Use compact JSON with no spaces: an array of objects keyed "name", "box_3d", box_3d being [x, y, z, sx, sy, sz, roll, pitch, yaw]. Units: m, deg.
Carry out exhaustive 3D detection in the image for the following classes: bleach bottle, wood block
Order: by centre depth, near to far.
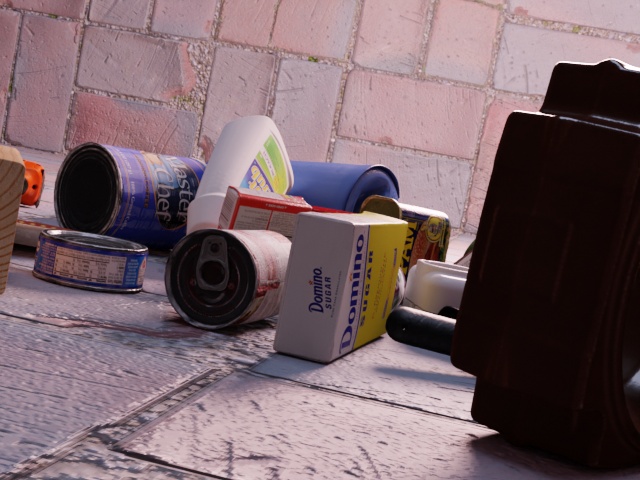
[{"name":"wood block","box_3d":[-0.268,-0.027,0.776,0.090,0.091,0.206,9,4,-18]},{"name":"bleach bottle","box_3d":[-0.084,-0.032,1.060,0.068,0.102,0.250,-10,28,14]}]

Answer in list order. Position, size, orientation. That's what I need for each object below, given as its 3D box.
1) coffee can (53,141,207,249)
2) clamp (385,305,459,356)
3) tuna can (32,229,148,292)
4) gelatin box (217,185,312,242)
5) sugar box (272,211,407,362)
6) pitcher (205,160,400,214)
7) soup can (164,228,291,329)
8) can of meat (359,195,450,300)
[{"name":"coffee can","box_3d":[-0.188,-0.043,1.104,0.103,0.103,0.140,14,5,38]},{"name":"clamp","box_3d":[0.139,0.078,0.757,0.172,0.039,0.120,18,11,16]},{"name":"tuna can","box_3d":[-0.177,0.015,0.827,0.086,0.034,0.086,11,4,-1]},{"name":"gelatin box","box_3d":[-0.056,0.001,0.934,0.073,0.089,0.030,8,20,-30]},{"name":"sugar box","box_3d":[0.019,0.028,0.754,0.048,0.093,0.176,11,5,13]},{"name":"pitcher","box_3d":[-0.040,-0.032,1.250,0.243,0.145,0.149,9,-25,33]},{"name":"soup can","box_3d":[-0.059,0.025,0.761,0.069,0.068,0.102,12,4,17]},{"name":"can of meat","box_3d":[0.081,0.012,1.078,0.083,0.102,0.058,10,3,-42]}]
